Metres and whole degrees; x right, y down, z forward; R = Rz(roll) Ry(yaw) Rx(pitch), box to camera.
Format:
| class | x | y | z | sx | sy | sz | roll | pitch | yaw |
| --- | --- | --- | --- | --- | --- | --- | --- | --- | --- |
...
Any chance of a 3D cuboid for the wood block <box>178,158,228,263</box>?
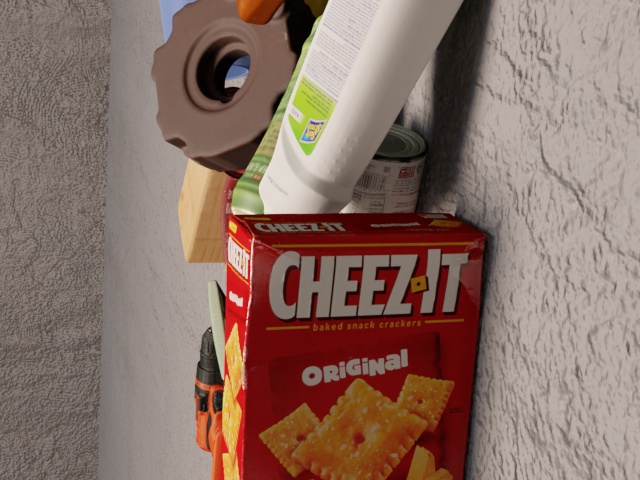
| class | x | y | z | sx | sy | sz | roll | pitch | yaw |
| --- | --- | --- | --- | --- | --- | --- | --- | --- | --- |
| wood block | -0.104 | -0.067 | 1.239 | 0.206 | 0.090 | 0.090 | 113 | 151 | -51 |

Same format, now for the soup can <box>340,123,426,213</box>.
| class | x | y | z | sx | sy | sz | roll | pitch | yaw |
| --- | --- | --- | --- | --- | --- | --- | --- | --- | --- |
| soup can | 0.039 | -0.032 | 0.816 | 0.068 | 0.068 | 0.102 | -117 | 32 | -55 |

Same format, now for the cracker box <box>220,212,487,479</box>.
| class | x | y | z | sx | sy | sz | roll | pitch | yaw |
| --- | --- | --- | --- | --- | --- | --- | --- | --- | --- |
| cracker box | 0.019 | 0.092 | 0.722 | 0.072 | 0.164 | 0.214 | -142 | 54 | -67 |

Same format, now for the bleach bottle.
| class | x | y | z | sx | sy | sz | roll | pitch | yaw |
| --- | --- | --- | --- | --- | --- | --- | --- | --- | --- |
| bleach bottle | 0.018 | -0.107 | 0.743 | 0.251 | 0.068 | 0.103 | -62 | 31 | 15 |

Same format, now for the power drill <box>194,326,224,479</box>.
| class | x | y | z | sx | sy | sz | roll | pitch | yaw |
| --- | --- | --- | --- | --- | --- | --- | --- | --- | --- |
| power drill | -0.123 | 0.223 | 1.369 | 0.188 | 0.057 | 0.184 | -122 | 32 | -64 |
